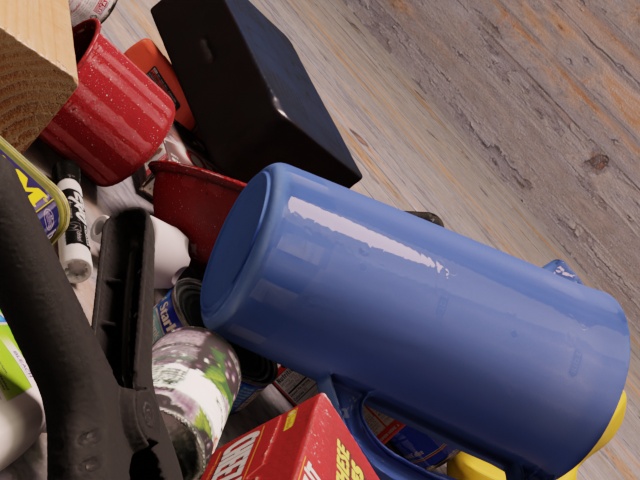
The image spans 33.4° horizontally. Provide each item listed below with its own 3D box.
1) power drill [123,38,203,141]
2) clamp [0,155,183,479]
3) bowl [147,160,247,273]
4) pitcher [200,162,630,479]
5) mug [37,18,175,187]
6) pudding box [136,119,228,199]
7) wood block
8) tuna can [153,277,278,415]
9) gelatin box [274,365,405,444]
[{"bbox_3d":[-0.108,-0.120,0.989,0.184,0.057,0.187,54,17,27],"label":"power drill"},{"bbox_3d":[-0.089,0.068,0.423,0.164,0.036,0.210,43,34,-72],"label":"clamp"},{"bbox_3d":[-0.055,0.001,0.746,0.162,0.055,0.162,22,-8,3],"label":"bowl"},{"bbox_3d":[0.052,0.057,0.646,0.242,0.145,0.149,24,18,-17],"label":"pitcher"},{"bbox_3d":[-0.162,-0.091,0.744,0.081,0.093,0.117,42,-21,-30],"label":"mug"},{"bbox_3d":[-0.100,-0.048,0.860,0.113,0.039,0.090,35,19,-36],"label":"pudding box"},{"bbox_3d":[-0.220,-0.138,0.679,0.090,0.090,0.206,35,19,-32],"label":"wood block"},{"bbox_3d":[-0.068,0.066,0.660,0.086,0.034,0.086,42,16,-15],"label":"tuna can"},{"bbox_3d":[0.022,0.100,0.737,0.089,0.073,0.030,46,14,5],"label":"gelatin box"}]
